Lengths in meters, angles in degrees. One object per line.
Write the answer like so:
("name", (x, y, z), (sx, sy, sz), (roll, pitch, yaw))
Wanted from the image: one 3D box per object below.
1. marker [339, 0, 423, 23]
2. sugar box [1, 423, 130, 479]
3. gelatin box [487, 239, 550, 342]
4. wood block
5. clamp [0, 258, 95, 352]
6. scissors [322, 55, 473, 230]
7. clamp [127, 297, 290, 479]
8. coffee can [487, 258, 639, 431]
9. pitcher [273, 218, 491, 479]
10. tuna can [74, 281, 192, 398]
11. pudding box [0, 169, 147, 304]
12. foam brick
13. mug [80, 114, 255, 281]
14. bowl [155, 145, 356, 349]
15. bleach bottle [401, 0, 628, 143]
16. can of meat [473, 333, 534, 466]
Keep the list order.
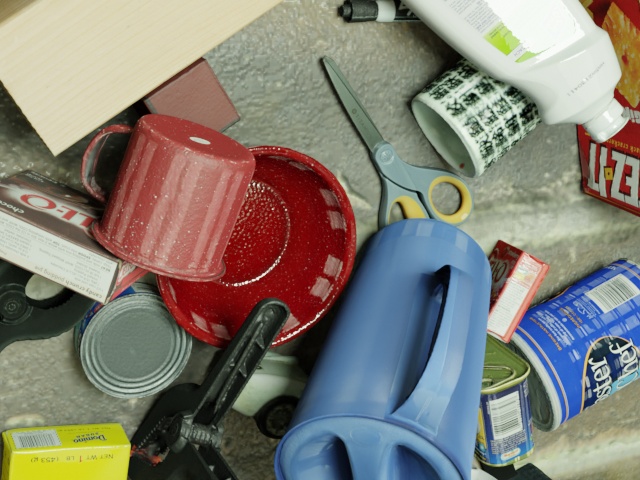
("marker", (0.071, -0.180, 0.835), (0.121, 0.020, 0.020), (-5, 109, -22))
("sugar box", (-0.206, 0.233, 0.837), (0.093, 0.048, 0.176), (1, 105, -24))
("gelatin box", (0.155, 0.041, 0.905), (0.030, 0.089, 0.073), (28, 95, -6))
("wood block", (-0.126, -0.158, 0.717), (0.206, 0.090, 0.090), (-36, 118, -9))
("clamp", (-0.233, 0.037, 0.765), (0.171, 0.039, 0.120), (-32, 122, -15))
("scissors", (0.070, -0.072, 0.873), (0.096, 0.016, 0.202), (-25, 115, -16))
("clamp", (-0.088, 0.134, 0.791), (0.036, 0.210, 0.164), (24, 64, -27))
("coffee can", (0.233, 0.092, 0.948), (0.140, 0.103, 0.103), (-27, 116, -14))
("pitcher", (0.065, 0.086, 0.787), (0.149, 0.242, 0.145), (-11, 124, 25))
("tuna can", (-0.144, 0.075, 0.818), (0.086, 0.034, 0.086), (-7, 110, -21))
("pudding box", (-0.172, -0.004, 0.723), (0.113, 0.090, 0.039), (21, 106, 5))
("foam brick", (-0.101, -0.100, 0.754), (0.051, 0.078, 0.053), (-36, 120, -9))
("mug", (-0.102, -0.035, 0.695), (0.117, 0.093, 0.081), (26, 106, 14))
("bowl", (-0.055, 0.001, 0.819), (0.161, 0.055, 0.162), (-7, 110, -21))
("bleach bottle", (0.127, -0.167, 0.781), (0.103, 0.068, 0.251), (-42, 97, 11))
("can of meat", (0.140, 0.135, 0.924), (0.057, 0.102, 0.084), (-19, 116, -17))
